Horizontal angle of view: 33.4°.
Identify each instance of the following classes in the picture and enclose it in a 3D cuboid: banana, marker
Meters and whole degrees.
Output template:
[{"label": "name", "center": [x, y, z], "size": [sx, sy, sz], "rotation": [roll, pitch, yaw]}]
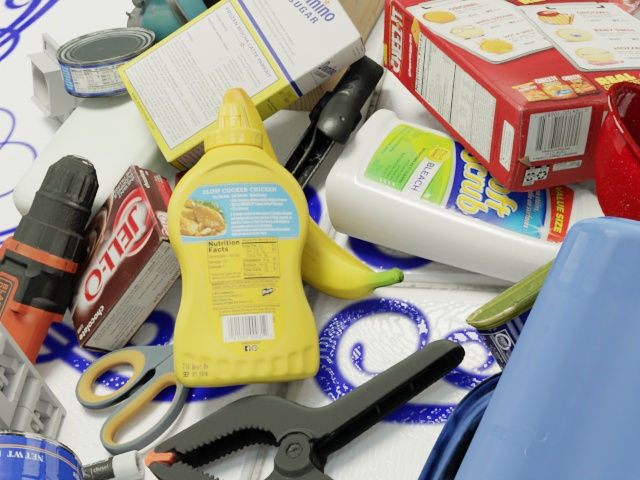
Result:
[{"label": "banana", "center": [-0.019, -0.023, 0.773], "size": [0.198, 0.037, 0.070], "rotation": [48, 115, 18]}, {"label": "marker", "center": [-0.177, 0.164, 0.710], "size": [0.121, 0.020, 0.020], "rotation": [-16, 46, 4]}]

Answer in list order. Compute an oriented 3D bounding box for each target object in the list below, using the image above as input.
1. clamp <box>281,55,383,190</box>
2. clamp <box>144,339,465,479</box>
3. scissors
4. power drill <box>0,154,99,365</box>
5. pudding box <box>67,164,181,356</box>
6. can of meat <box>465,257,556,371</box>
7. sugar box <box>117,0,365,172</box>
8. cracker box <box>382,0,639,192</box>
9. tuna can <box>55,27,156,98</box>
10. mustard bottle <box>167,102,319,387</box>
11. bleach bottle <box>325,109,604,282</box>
[{"label": "clamp", "center": [0.014, -0.099, 0.836], "size": [0.120, 0.039, 0.171], "rotation": [-36, 21, 53]}, {"label": "clamp", "center": [-0.007, 0.146, 0.657], "size": [0.210, 0.036, 0.164], "rotation": [-10, 50, 10]}, {"label": "scissors", "center": [-0.097, 0.070, 0.772], "size": [0.096, 0.016, 0.201], "rotation": [19, 56, 33]}, {"label": "power drill", "center": [-0.261, 0.007, 0.817], "size": [0.188, 0.057, 0.184], "rotation": [18, 84, 36]}, {"label": "pudding box", "center": [-0.144, 0.015, 0.786], "size": [0.114, 0.039, 0.090], "rotation": [-53, 41, 21]}, {"label": "can of meat", "center": [0.154, 0.057, 0.643], "size": [0.102, 0.057, 0.084], "rotation": [-32, 92, -11]}, {"label": "sugar box", "center": [-0.061, -0.139, 0.834], "size": [0.176, 0.048, 0.093], "rotation": [-31, 76, 2]}, {"label": "cracker box", "center": [0.161, -0.121, 0.780], "size": [0.164, 0.072, 0.214], "rotation": [-10, 35, -18]}, {"label": "tuna can", "center": [-0.180, -0.152, 0.912], "size": [0.086, 0.034, 0.086], "rotation": [-7, 29, 4]}, {"label": "mustard bottle", "center": [-0.055, 0.001, 0.722], "size": [0.096, 0.058, 0.191], "rotation": [-3, 81, -8]}, {"label": "bleach bottle", "center": [0.133, -0.019, 0.746], "size": [0.251, 0.068, 0.102], "rotation": [17, 51, 27]}]
